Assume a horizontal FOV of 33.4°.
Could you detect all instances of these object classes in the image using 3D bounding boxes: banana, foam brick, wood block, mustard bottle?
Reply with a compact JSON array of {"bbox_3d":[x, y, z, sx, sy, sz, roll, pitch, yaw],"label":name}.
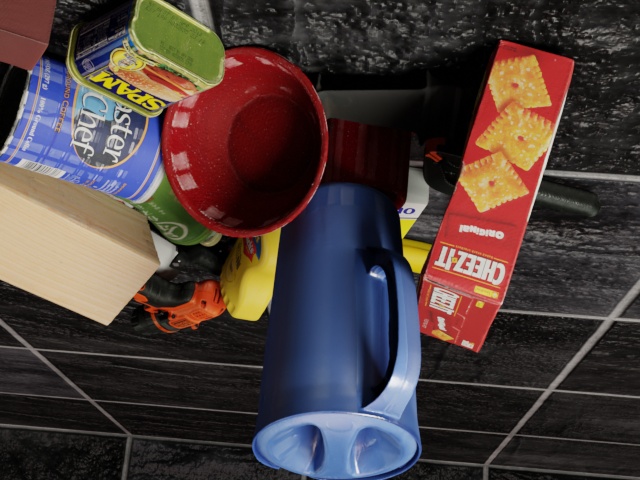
[{"bbox_3d":[0.111,0.023,1.318,0.197,0.037,0.070,15,157,-25],"label":"banana"},{"bbox_3d":[-0.252,-0.176,0.834,0.078,0.051,0.053,16,157,-28],"label":"foam brick"},{"bbox_3d":[-0.266,-0.012,1.010,0.205,0.090,0.091,30,112,-37],"label":"wood block"},{"bbox_3d":[-0.058,0.001,1.196,0.058,0.096,0.192,12,139,-18],"label":"mustard bottle"}]

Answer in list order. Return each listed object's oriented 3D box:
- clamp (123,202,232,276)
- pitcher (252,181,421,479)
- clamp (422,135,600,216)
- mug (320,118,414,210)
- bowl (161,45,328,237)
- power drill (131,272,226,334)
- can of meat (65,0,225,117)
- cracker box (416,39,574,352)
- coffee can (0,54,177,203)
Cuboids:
[{"bbox_3d":[-0.152,0.011,1.271,0.039,0.120,0.171,-47,141,15],"label":"clamp"},{"bbox_3d":[0.022,0.068,0.897,0.149,0.243,0.145,-9,143,14],"label":"pitcher"},{"bbox_3d":[0.161,-0.055,1.084,0.209,0.036,0.165,25,152,-39],"label":"clamp"},{"bbox_3d":[0.047,-0.070,1.007,0.093,0.081,0.117,-4,158,24],"label":"mug"},{"bbox_3d":[-0.056,-0.084,0.923,0.162,0.162,0.055,-5,-179,26],"label":"bowl"},{"bbox_3d":[-0.230,0.061,1.293,0.187,0.057,0.185,24,150,-34],"label":"power drill"},{"bbox_3d":[-0.140,-0.150,0.871,0.084,0.057,0.101,-15,152,40],"label":"can of meat"},{"bbox_3d":[0.139,-0.032,0.890,0.072,0.213,0.164,18,163,8],"label":"cracker box"},{"bbox_3d":[-0.213,-0.101,0.957,0.140,0.103,0.103,17,157,-29],"label":"coffee can"}]
